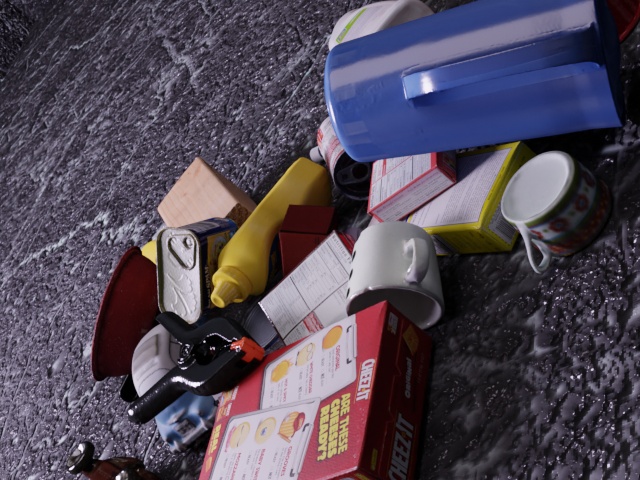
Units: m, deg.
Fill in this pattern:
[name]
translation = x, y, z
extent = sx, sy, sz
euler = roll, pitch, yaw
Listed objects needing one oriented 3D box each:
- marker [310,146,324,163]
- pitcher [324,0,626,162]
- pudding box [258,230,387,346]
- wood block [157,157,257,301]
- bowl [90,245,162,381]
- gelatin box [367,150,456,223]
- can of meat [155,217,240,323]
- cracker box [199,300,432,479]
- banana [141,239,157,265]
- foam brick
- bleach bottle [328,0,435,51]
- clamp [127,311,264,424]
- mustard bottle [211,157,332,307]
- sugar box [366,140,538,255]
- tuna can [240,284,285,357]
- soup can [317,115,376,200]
[marker]
translation = 0.034, -0.119, 1.256
extent = 0.121, 0.020, 0.020
euler = -22, 39, 45
[pitcher]
translation = 0.128, -0.139, 0.900
extent = 0.243, 0.149, 0.145
euler = -10, 51, 21
[pudding box]
translation = 0.006, 0.060, 1.020
extent = 0.114, 0.039, 0.090
euler = -42, 58, 16
[wood block]
translation = -0.121, -0.018, 1.299
extent = 0.090, 0.090, 0.206
euler = -51, 27, 3
[bowl]
translation = -0.208, 0.090, 1.224
extent = 0.162, 0.055, 0.162
euler = 16, -91, -85
[gelatin box]
translation = 0.086, -0.063, 0.994
extent = 0.089, 0.030, 0.073
euler = -36, 30, 33
[can of meat]
translation = -0.127, 0.029, 1.144
extent = 0.058, 0.083, 0.102
euler = 7, 104, 31
[cracker box]
translation = -0.009, 0.166, 0.920
extent = 0.214, 0.072, 0.164
euler = -28, 36, 38
[banana]
translation = -0.197, 0.030, 1.315
extent = 0.198, 0.037, 0.069
euler = 11, 91, 65
[foam brick]
translation = -0.010, 0.011, 1.082
extent = 0.053, 0.078, 0.051
euler = 4, 34, 9
[bleach bottle]
translation = 0.066, -0.253, 1.305
extent = 0.102, 0.068, 0.251
euler = -48, 19, 5
[clamp]
translation = -0.124, 0.123, 1.028
extent = 0.172, 0.039, 0.120
euler = -6, 63, 50
[mustard bottle]
translation = -0.057, 0.002, 1.133
extent = 0.191, 0.058, 0.096
euler = -52, -16, -37
[sugar box]
translation = 0.121, -0.033, 0.986
extent = 0.177, 0.048, 0.093
euler = -7, 50, 60
[tuna can]
translation = -0.047, 0.090, 1.113
extent = 0.086, 0.033, 0.086
euler = -38, 30, 27
[soup can]
translation = 0.037, -0.095, 1.167
extent = 0.068, 0.068, 0.102
euler = -46, 27, 13
